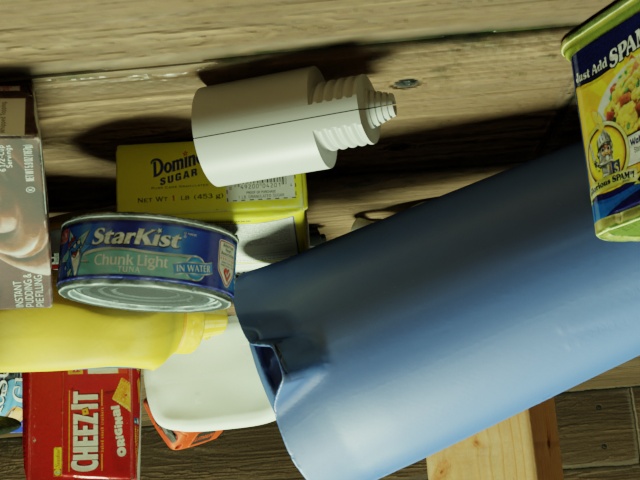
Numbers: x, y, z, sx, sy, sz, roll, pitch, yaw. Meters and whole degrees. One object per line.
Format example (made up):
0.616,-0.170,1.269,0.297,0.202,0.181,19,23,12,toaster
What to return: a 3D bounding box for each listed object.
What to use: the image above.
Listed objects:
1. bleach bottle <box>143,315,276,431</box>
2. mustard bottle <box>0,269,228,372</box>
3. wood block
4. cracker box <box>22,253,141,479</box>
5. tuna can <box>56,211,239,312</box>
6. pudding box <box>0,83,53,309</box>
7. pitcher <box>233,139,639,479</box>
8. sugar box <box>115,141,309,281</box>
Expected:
-0.024,0.083,0.760,0.103,0.068,0.250,-11,176,20,bleach bottle
-0.139,0.042,0.584,0.191,0.058,0.096,3,-174,-32,mustard bottle
0.138,0.119,0.881,0.090,0.206,0.090,-11,165,25,wood block
-0.161,0.091,0.742,0.072,0.164,0.214,-1,167,-10,cracker box
-0.083,0.012,0.514,0.086,0.034,0.086,3,168,0,tuna can
-0.163,-0.015,0.459,0.090,0.039,0.114,-3,137,-13,pudding box
0.089,0.033,0.571,0.243,0.145,0.149,-24,-152,10,pitcher
-0.053,-0.012,0.598,0.093,0.048,0.176,-3,170,-1,sugar box
